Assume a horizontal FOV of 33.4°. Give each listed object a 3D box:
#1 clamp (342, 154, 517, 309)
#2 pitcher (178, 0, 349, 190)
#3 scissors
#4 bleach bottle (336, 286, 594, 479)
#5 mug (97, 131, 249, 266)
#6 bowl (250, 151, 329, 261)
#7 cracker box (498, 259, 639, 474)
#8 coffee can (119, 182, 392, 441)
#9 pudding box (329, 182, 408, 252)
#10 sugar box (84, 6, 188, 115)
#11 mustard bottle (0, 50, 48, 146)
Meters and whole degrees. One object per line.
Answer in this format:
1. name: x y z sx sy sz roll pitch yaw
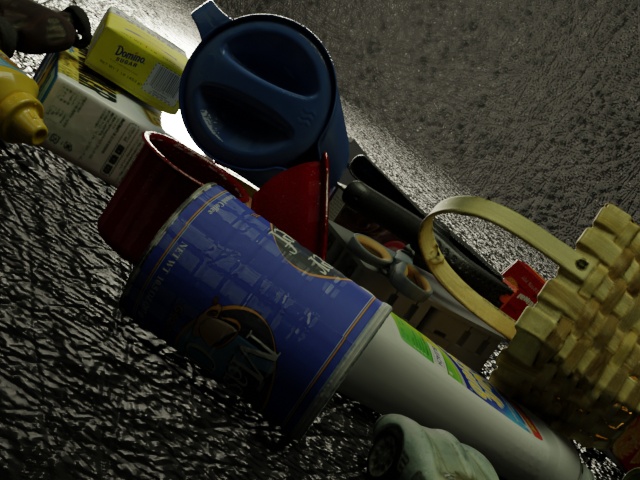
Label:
1. clamp: 0.101 -0.004 1.033 0.210 0.036 0.164 40 14 1
2. pitcher: -0.043 -0.116 0.987 0.145 0.149 0.242 10 -6 8
3. scissors: 0.063 0.010 1.011 0.096 0.016 0.202 33 11 -11
4. bleach bottle: 0.115 0.135 0.847 0.250 0.068 0.102 33 12 -19
5. mug: -0.113 -0.026 0.812 0.093 0.081 0.117 33 12 -6
6. bowl: -0.027 0.012 0.806 0.055 0.162 0.162 4 15 -3
7. cracker box: 0.265 0.135 1.097 0.213 0.072 0.164 48 1 -42
8. coffee can: -0.040 0.044 0.675 0.140 0.103 0.102 35 11 6
9. pudding box: 0.040 -0.001 1.124 0.113 0.090 0.039 25 13 -36
10. sugar box: -0.171 -0.175 1.014 0.093 0.048 0.176 31 13 -18
11. mustard bottle: -0.282 -0.134 0.850 0.192 0.058 0.096 39 14 23
